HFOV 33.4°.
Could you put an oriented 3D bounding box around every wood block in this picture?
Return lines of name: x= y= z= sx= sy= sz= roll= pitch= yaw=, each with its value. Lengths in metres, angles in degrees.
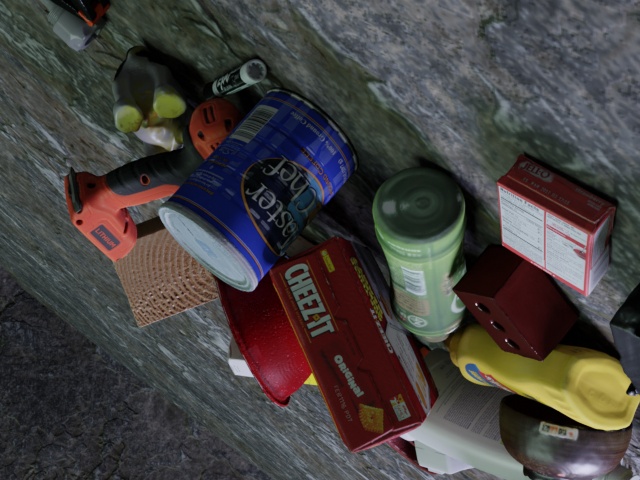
wood block: x=-0.178 y=0.025 z=1.190 sx=0.206 sy=0.090 sz=0.090 roll=-154 pitch=43 yaw=-79

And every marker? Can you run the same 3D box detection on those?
marker: x=-0.076 y=-0.136 z=0.920 sx=0.020 sy=0.020 sz=0.121 roll=46 pitch=162 yaw=-16

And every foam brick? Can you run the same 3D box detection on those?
foam brick: x=0.153 y=0.049 z=0.836 sx=0.078 sy=0.051 sz=0.053 roll=48 pitch=161 yaw=-24

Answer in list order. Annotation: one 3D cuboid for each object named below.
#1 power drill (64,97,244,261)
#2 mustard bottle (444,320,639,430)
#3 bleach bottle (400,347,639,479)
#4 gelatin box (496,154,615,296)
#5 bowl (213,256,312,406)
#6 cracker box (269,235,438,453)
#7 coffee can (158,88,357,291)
power drill: x=-0.130 y=-0.046 z=1.008 sx=0.184 sy=0.188 sz=0.057 roll=56 pitch=-167 yaw=-57
mustard bottle: x=0.173 y=0.107 z=0.917 sx=0.096 sy=0.058 sz=0.192 roll=26 pitch=174 yaw=-33
bleach bottle: x=0.186 y=0.191 z=1.026 sx=0.251 sy=0.102 sz=0.068 roll=23 pitch=155 yaw=44
gelatin box: x=0.158 y=-0.010 z=0.720 sx=0.073 sy=0.030 sz=0.089 roll=33 pitch=161 yaw=27
bowl: x=-0.039 y=0.067 z=0.976 sx=0.162 sy=0.055 sz=0.162 roll=-23 pitch=-90 yaw=-83
cracker box: x=0.034 y=0.087 z=0.936 sx=0.164 sy=0.072 sz=0.213 roll=65 pitch=-172 yaw=6
coffee can: x=-0.051 y=-0.042 z=0.892 sx=0.103 sy=0.140 sz=0.103 roll=36 pitch=162 yaw=13
